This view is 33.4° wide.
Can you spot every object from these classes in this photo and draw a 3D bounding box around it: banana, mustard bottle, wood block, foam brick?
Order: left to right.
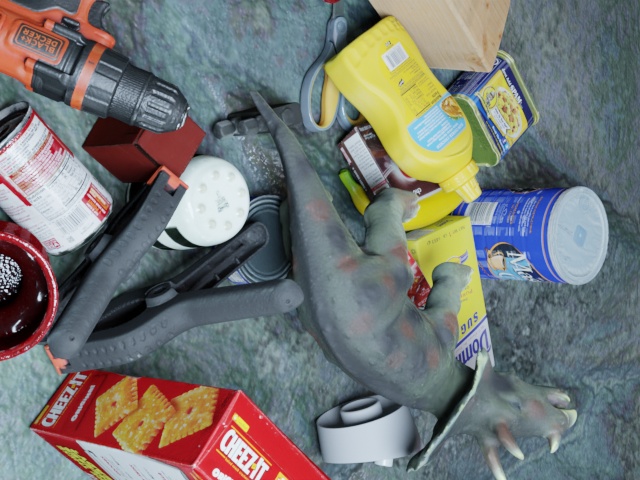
[{"bbox_3d":[-0.144,-0.081,0.864,0.051,0.078,0.053,43,64,-36],"label":"foam brick"},{"bbox_3d":[0.092,-0.117,1.027,0.191,0.058,0.096,52,49,-6],"label":"mustard bottle"},{"bbox_3d":[0.102,-0.047,1.114,0.197,0.037,0.069,-8,98,-42],"label":"banana"},{"bbox_3d":[0.107,-0.254,1.035,0.205,0.091,0.090,40,64,-57],"label":"wood block"}]

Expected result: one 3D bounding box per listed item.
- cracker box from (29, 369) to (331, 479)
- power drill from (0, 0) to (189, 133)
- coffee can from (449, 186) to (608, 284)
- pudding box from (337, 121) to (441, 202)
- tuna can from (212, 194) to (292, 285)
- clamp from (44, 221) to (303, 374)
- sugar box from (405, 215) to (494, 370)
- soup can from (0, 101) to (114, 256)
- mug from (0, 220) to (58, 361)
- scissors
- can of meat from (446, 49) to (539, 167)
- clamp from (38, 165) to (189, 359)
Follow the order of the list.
[{"bbox_3d":[-0.098,0.175,0.820,0.164,0.214,0.072,51,58,-31],"label":"cracker box"},{"bbox_3d":[-0.164,-0.187,0.814,0.184,0.057,0.187,23,69,-10],"label":"power drill"},{"bbox_3d":[0.224,-0.006,1.157,0.102,0.141,0.103,-1,92,-42],"label":"coffee can"},{"bbox_3d":[0.082,-0.082,1.070,0.113,0.039,0.090,-26,83,-41],"label":"pudding box"},{"bbox_3d":[-0.056,0.001,0.974,0.085,0.034,0.086,-1,92,-42],"label":"tuna can"},{"bbox_3d":[-0.115,0.055,0.846,0.210,0.165,0.036,-26,111,-10],"label":"clamp"},{"bbox_3d":[0.132,0.070,1.140,0.093,0.048,0.176,-24,105,-39],"label":"sugar box"},{"bbox_3d":[-0.213,-0.045,0.807,0.102,0.069,0.068,52,59,-31],"label":"soup can"},{"bbox_3d":[-0.242,0.022,0.760,0.093,0.081,0.117,-40,107,-3],"label":"mug"},{"bbox_3d":[0.028,-0.196,1.058,0.096,0.016,0.201,26,74,-41],"label":"scissors"},{"bbox_3d":[0.184,-0.143,1.174,0.083,0.058,0.102,-48,120,-28],"label":"can of meat"},{"bbox_3d":[-0.166,0.019,0.815,0.039,0.120,0.171,46,64,-24],"label":"clamp"}]
